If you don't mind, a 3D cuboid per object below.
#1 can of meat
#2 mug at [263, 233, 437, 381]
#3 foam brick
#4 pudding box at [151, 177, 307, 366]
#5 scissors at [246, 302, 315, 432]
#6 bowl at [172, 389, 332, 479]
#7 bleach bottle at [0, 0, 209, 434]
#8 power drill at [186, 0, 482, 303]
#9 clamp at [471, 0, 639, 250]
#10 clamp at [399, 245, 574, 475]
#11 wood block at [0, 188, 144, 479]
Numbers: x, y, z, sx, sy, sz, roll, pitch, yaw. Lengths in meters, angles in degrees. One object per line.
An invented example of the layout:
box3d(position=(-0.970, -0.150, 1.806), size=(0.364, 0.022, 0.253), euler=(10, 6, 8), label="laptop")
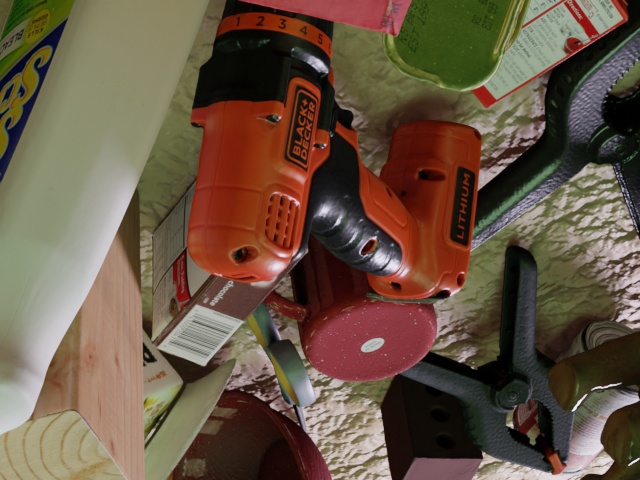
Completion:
box3d(position=(0.067, -0.122, 0.465), size=(0.057, 0.083, 0.102), euler=(19, 115, 7), label="can of meat")
box3d(position=(0.014, 0.029, 0.643), size=(0.117, 0.081, 0.093), euler=(13, 133, -23), label="mug")
box3d(position=(0.079, 0.139, 0.776), size=(0.053, 0.078, 0.051), euler=(5, 137, -15), label="foam brick")
box3d(position=(-0.054, 0.001, 0.596), size=(0.039, 0.090, 0.114), euler=(23, 129, -28), label="pudding box")
box3d(position=(-0.029, 0.084, 0.731), size=(0.016, 0.096, 0.202), euler=(-27, 169, -9), label="scissors")
box3d(position=(-0.039, 0.186, 0.759), size=(0.055, 0.162, 0.162), euler=(2, 140, -41), label="bowl")
box3d(position=(-0.112, -0.022, 0.433), size=(0.103, 0.250, 0.068), euler=(-14, 144, 44), label="bleach bottle")
box3d(position=(0.013, -0.054, 0.524), size=(0.057, 0.184, 0.187), euler=(1, 165, 37), label="power drill")
box3d(position=(0.170, -0.058, 0.611), size=(0.164, 0.036, 0.210), euler=(3, 133, -24), label="clamp")
box3d(position=(0.128, 0.086, 0.719), size=(0.120, 0.039, 0.171), euler=(-39, 116, 11), label="clamp")
box3d(position=(-0.143, 0.032, 0.528), size=(0.091, 0.206, 0.090), euler=(-14, 137, 4), label="wood block")
